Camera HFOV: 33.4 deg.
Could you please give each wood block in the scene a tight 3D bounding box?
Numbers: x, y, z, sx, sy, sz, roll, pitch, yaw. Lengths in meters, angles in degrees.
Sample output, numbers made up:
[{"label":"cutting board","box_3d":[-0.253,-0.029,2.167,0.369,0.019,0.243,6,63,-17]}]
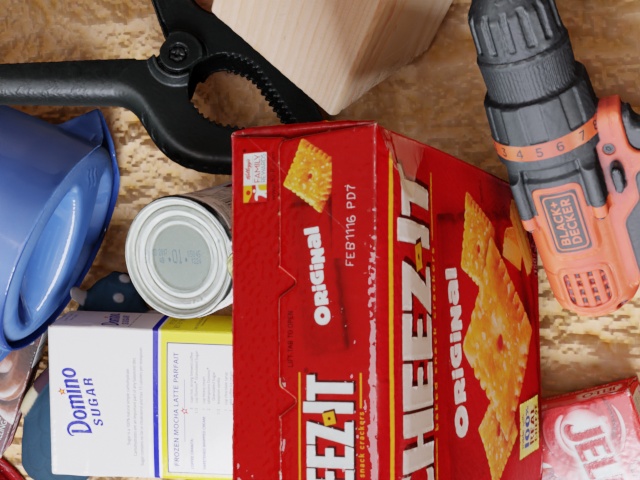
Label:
[{"label":"wood block","box_3d":[0.029,-0.168,0.485,0.091,0.090,0.206,43,145,12]}]

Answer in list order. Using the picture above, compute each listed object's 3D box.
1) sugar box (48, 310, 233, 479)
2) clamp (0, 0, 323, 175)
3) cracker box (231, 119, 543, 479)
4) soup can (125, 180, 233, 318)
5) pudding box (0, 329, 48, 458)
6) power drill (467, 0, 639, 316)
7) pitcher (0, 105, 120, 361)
[{"label":"sugar box","box_3d":[-0.068,0.091,0.626,0.176,0.048,0.093,3,100,7]},{"label":"clamp","box_3d":[-0.080,-0.109,0.607,0.210,0.036,0.164,26,76,4]},{"label":"cracker box","box_3d":[0.041,0.045,0.485,0.072,0.213,0.164,-4,84,26]},{"label":"soup can","box_3d":[-0.054,0.001,0.598,0.069,0.102,0.068,4,101,23]},{"label":"pudding box","box_3d":[-0.231,0.075,0.700,0.090,0.039,0.113,19,93,-4]},{"label":"power drill","box_3d":[0.172,-0.055,0.484,0.188,0.057,0.184,-10,122,26]},{"label":"pitcher","box_3d":[-0.257,-0.033,0.635,0.243,0.149,0.145,24,129,6]}]
